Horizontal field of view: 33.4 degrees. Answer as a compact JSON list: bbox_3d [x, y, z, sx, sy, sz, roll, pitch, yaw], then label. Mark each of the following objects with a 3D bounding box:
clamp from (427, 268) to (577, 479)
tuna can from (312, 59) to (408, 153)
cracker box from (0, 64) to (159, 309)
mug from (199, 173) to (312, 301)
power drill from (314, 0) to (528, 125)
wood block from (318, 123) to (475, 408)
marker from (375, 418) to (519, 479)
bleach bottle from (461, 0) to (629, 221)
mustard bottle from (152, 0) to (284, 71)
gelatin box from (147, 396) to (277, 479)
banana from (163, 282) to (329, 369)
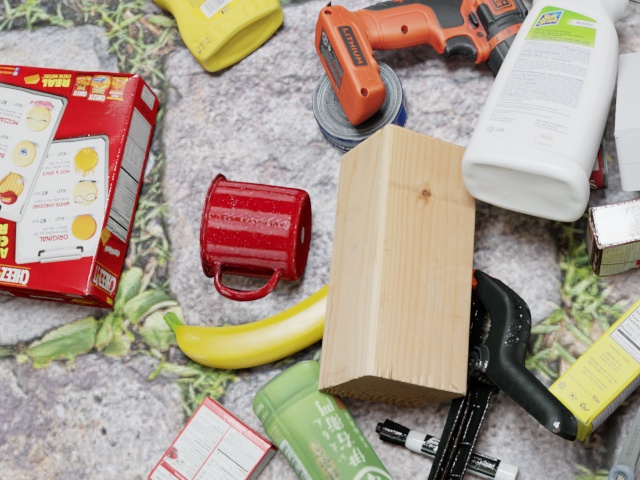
[{"bbox_3d":[0.127,0.113,0.847,0.165,0.036,0.210,-49,26,33],"label":"clamp"},{"bbox_3d":[0.036,-0.124,0.977,0.086,0.033,0.086,-4,72,11],"label":"tuna can"},{"bbox_3d":[-0.255,-0.053,1.001,0.164,0.072,0.213,6,75,15],"label":"cracker box"},{"bbox_3d":[-0.056,0.001,0.926,0.081,0.093,0.117,6,55,9],"label":"mug"},{"bbox_3d":[0.102,-0.164,0.940,0.187,0.057,0.184,-18,67,-15],"label":"power drill"},{"bbox_3d":[0.065,0.024,0.871,0.090,0.090,0.206,15,69,-23],"label":"wood block"},{"bbox_3d":[0.102,0.174,0.877,0.121,0.020,0.020,17,77,17],"label":"marker"},{"bbox_3d":[0.201,-0.137,0.868,0.103,0.068,0.250,15,60,22],"label":"bleach bottle"},{"bbox_3d":[-0.125,-0.260,1.043,0.096,0.058,0.192,-37,69,0],"label":"mustard bottle"},{"bbox_3d":[-0.092,0.191,0.910,0.073,0.030,0.089,34,83,18],"label":"gelatin box"},{"bbox_3d":[-0.044,0.072,0.932,0.198,0.037,0.069,-13,71,8],"label":"banana"}]
